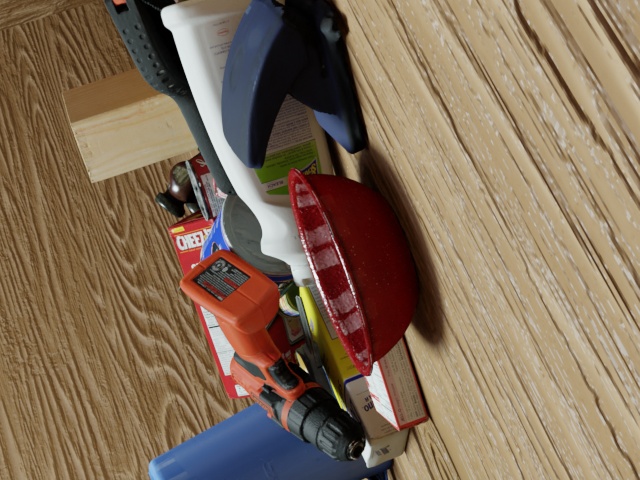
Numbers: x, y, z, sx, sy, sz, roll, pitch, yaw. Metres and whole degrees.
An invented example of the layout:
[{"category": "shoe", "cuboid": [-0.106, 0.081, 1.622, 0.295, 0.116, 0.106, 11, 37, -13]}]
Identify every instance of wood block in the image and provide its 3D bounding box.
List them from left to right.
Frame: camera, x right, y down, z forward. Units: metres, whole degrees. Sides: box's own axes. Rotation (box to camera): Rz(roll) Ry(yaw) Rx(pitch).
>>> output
[{"category": "wood block", "cuboid": [-0.201, -0.158, 1.314, 0.091, 0.206, 0.090, -120, 14, -52]}]

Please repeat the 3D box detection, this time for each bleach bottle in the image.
[{"category": "bleach bottle", "cuboid": [-0.046, -0.080, 0.875, 0.068, 0.102, 0.251, -145, 39, -72]}]

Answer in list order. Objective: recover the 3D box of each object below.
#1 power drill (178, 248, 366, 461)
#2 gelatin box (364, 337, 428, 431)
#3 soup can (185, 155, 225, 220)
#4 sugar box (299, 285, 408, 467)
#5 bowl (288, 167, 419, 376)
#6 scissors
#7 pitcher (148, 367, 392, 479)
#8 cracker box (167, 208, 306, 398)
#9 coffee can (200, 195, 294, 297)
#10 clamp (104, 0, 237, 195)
[{"category": "power drill", "cuboid": [-0.044, 0.107, 0.970, 0.185, 0.057, 0.187, 29, 151, 44]}, {"category": "gelatin box", "cuboid": [0.057, 0.108, 0.896, 0.073, 0.030, 0.089, -168, 58, -78]}, {"category": "soup can", "cuboid": [-0.084, -0.069, 1.131, 0.068, 0.102, 0.068, 161, 90, -81]}, {"category": "sugar box", "cuboid": [0.030, 0.125, 1.042, 0.093, 0.048, 0.176, 89, 161, -62]}, {"category": "bowl", "cuboid": [0.029, 0.015, 0.780, 0.162, 0.055, 0.162, 161, 90, -81]}, {"category": "scissors", "cuboid": [-0.014, 0.102, 1.043, 0.096, 0.016, 0.202, -125, 15, -51]}, {"category": "pitcher", "cuboid": [-0.050, 0.244, 1.142, 0.149, 0.242, 0.145, 53, 161, 42]}, {"category": "cracker box", "cuboid": [-0.082, 0.055, 1.248, 0.164, 0.072, 0.214, -38, -68, -62]}, {"category": "coffee can", "cuboid": [-0.057, 0.001, 1.041, 0.140, 0.102, 0.103, 130, 120, -68]}, {"category": "clamp", "cuboid": [-0.119, -0.158, 0.922, 0.209, 0.036, 0.164, 53, -153, -46]}]
